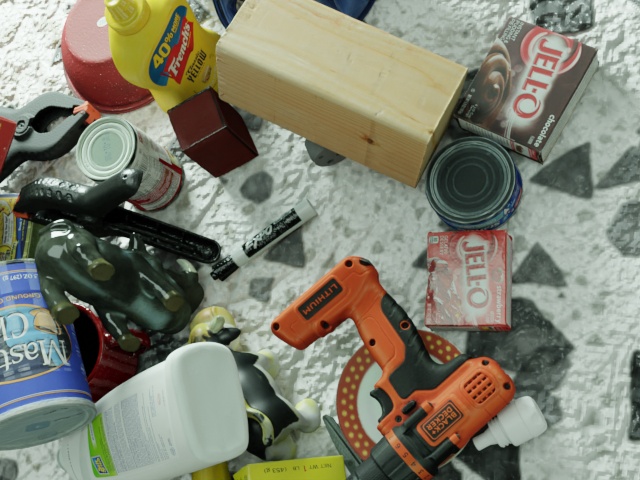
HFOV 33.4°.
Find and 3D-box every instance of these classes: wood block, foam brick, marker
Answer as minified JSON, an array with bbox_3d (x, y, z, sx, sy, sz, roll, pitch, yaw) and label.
[{"bbox_3d":[0.017,-0.142,0.973,0.206,0.091,0.090,26,67,8],"label":"wood block"},{"bbox_3d":[-0.106,-0.106,1.054,0.051,0.078,0.053,-29,65,11],"label":"foam brick"},{"bbox_3d":[-0.057,0.001,1.035,0.121,0.020,0.020,-35,66,7],"label":"marker"}]

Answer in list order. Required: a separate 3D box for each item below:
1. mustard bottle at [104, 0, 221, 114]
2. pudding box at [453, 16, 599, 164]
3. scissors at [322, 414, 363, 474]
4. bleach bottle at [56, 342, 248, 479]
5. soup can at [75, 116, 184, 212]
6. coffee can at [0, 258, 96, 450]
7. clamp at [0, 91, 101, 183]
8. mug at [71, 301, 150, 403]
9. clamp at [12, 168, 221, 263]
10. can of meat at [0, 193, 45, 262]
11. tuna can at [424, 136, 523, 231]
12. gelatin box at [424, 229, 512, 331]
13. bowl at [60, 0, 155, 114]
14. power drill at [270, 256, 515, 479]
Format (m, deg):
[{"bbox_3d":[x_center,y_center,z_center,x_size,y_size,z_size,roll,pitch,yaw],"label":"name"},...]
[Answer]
[{"bbox_3d":[-0.153,-0.189,1.032,0.058,0.191,0.096,23,83,24],"label":"mustard bottle"},{"bbox_3d":[0.189,-0.138,0.974,0.090,0.039,0.113,27,85,24],"label":"pudding box"},{"bbox_3d":[0.073,0.231,0.922,0.096,0.016,0.202,-22,68,11],"label":"scissors"},{"bbox_3d":[-0.166,0.167,0.953,0.251,0.067,0.102,-24,75,45],"label":"bleach bottle"},{"bbox_3d":[-0.188,-0.074,1.061,0.069,0.102,0.068,-6,73,19],"label":"soup can"},{"bbox_3d":[-0.265,0.101,0.945,0.103,0.102,0.140,-25,67,12],"label":"coffee can"},{"bbox_3d":[-0.319,-0.107,1.154,0.172,0.039,0.120,-8,73,23],"label":"clamp"},{"bbox_3d":[-0.219,0.109,1.029,0.117,0.081,0.093,-20,69,14],"label":"mug"},{"bbox_3d":[-0.215,-0.032,1.022,0.210,0.164,0.036,9,67,21],"label":"clamp"},{"bbox_3d":[-0.325,0.000,1.115,0.084,0.057,0.102,-1,74,18],"label":"can of meat"},{"bbox_3d":[0.139,-0.050,0.970,0.086,0.033,0.086,-6,73,19],"label":"tuna can"},{"bbox_3d":[0.132,0.035,0.949,0.073,0.030,0.089,-2,74,20],"label":"gelatin box"},{"bbox_3d":[-0.219,-0.220,1.142,0.162,0.055,0.162,-6,72,18],"label":"bowl"},{"bbox_3d":[0.043,0.122,0.912,0.184,0.057,0.188,-41,73,0],"label":"power drill"}]
